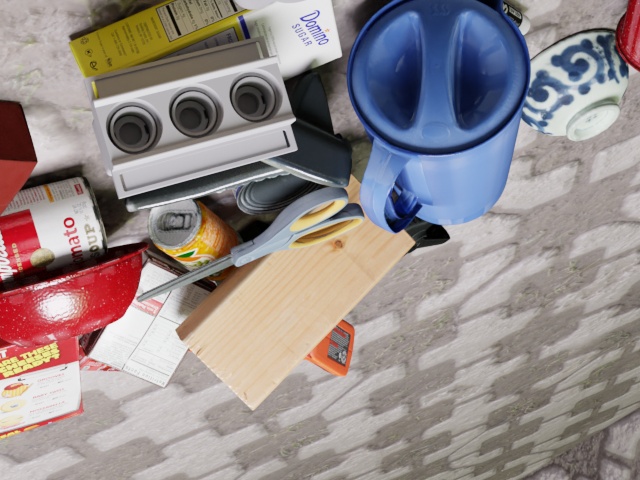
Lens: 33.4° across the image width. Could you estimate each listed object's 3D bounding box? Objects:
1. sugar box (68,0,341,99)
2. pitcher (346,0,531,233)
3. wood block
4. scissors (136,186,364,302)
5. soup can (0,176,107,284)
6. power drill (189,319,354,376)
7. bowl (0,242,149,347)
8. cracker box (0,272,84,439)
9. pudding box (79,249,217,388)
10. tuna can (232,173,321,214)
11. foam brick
[{"bbox_3d":[-0.076,-0.134,0.748,0.176,0.048,0.093,-26,155,-4],"label":"sugar box"},{"bbox_3d":[0.096,-0.085,0.879,0.149,0.145,0.242,-18,163,4],"label":"pitcher"},{"bbox_3d":[-0.025,0.043,0.963,0.206,0.091,0.090,-45,-171,-7],"label":"wood block"},{"bbox_3d":[-0.056,0.001,0.869,0.201,0.016,0.096,-18,159,-13],"label":"scissors"},{"bbox_3d":[-0.227,-0.006,0.844,0.102,0.068,0.068,-16,155,-17],"label":"soup can"},{"bbox_3d":[-0.072,0.093,1.103,0.188,0.057,0.184,5,166,27],"label":"power drill"},{"bbox_3d":[-0.215,0.049,0.891,0.162,0.055,0.162,-15,-174,2],"label":"bowl"},{"bbox_3d":[-0.317,0.125,1.025,0.164,0.072,0.214,-16,154,-18],"label":"cracker box"},{"bbox_3d":[-0.160,0.074,1.009,0.089,0.039,0.113,29,97,-32],"label":"pudding box"},{"bbox_3d":[-0.039,-0.060,0.943,0.086,0.034,0.086,-19,155,-10],"label":"tuna can"},{"bbox_3d":[-0.242,-0.055,0.749,0.051,0.053,0.078,2,145,-43],"label":"foam brick"}]
